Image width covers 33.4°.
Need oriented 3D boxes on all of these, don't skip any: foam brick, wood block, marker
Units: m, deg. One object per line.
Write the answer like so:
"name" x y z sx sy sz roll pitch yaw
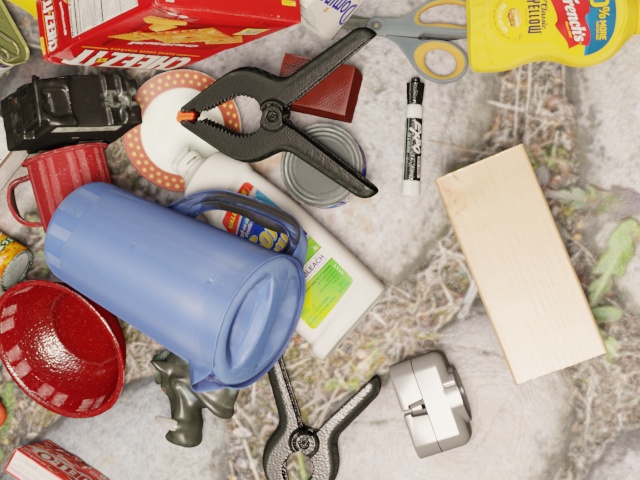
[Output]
"foam brick" -0.001 -0.156 1.092 0.078 0.051 0.053 14 90 12
"wood block" 0.191 0.024 1.021 0.091 0.090 0.206 -22 82 10
"marker" 0.094 -0.105 1.085 0.020 0.020 0.121 2 88 12

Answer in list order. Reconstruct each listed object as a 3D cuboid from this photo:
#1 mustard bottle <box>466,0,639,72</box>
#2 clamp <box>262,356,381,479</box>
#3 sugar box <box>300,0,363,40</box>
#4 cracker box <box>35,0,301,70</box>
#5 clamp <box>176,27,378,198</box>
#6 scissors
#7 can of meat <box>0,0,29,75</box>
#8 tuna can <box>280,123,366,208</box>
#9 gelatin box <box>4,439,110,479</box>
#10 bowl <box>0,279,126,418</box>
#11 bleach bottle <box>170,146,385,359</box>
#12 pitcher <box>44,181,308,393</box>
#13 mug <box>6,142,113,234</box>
"mustard bottle" 0.239 -0.215 1.032 0.191 0.058 0.096 -2 93 5
"clamp" -0.022 0.194 1.087 0.120 0.039 0.171 24 93 14
"sugar box" 0.040 -0.288 1.059 0.048 0.093 0.176 38 91 18
"cracker box" -0.148 -0.219 1.024 0.214 0.163 0.072 -9 85 48
"clamp" -0.038 -0.115 1.056 0.210 0.036 0.164 -6 98 14
"scissors" 0.067 -0.202 1.097 0.202 0.016 0.096 -6 86 12
"can of meat" -0.380 -0.219 1.160 0.084 0.057 0.102 -25 97 27
"tuna can" 0.004 -0.075 1.096 0.086 0.033 0.086 -1 87 13
"gelatin box" -0.275 0.247 1.123 0.089 0.073 0.030 29 94 12
"bowl" -0.261 0.104 1.117 0.162 0.055 0.162 11 118 21
"bleach bottle" -0.057 0.001 1.083 0.251 0.068 0.102 41 91 8
"pitcher" -0.138 0.025 1.018 0.243 0.149 0.145 25 116 28
"mug" -0.272 -0.049 1.125 0.117 0.093 0.081 -15 89 -5
